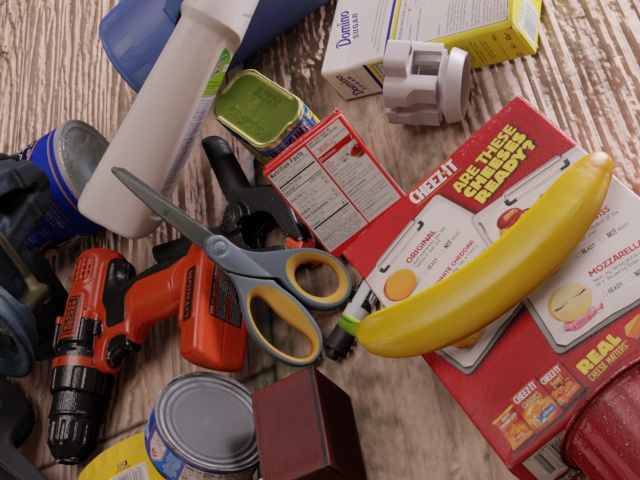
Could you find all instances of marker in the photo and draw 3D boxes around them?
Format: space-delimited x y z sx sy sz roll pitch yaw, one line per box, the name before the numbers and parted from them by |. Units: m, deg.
marker | 0.037 0.034 0.778 0.020 0.020 0.121 20 74 43

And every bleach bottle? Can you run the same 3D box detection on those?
bleach bottle | -0.114 -0.126 0.882 0.251 0.068 0.102 -61 3 12

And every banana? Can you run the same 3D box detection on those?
banana | 0.093 0.018 0.631 0.198 0.037 0.069 -33 45 15

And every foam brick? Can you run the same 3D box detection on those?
foam brick | -0.008 0.135 0.718 0.051 0.053 0.078 -28 47 18

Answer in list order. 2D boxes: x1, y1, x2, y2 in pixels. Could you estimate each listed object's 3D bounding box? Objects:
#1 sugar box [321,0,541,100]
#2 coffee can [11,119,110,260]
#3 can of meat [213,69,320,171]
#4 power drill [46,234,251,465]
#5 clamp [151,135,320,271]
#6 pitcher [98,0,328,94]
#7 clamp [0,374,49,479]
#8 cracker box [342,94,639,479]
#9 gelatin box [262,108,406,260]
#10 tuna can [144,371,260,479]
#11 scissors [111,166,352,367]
sugar box | 0.090 -0.177 0.868 0.177 0.048 0.093 -10 55 36
coffee can | -0.260 -0.035 0.988 0.140 0.102 0.103 -26 48 20
can of meat | -0.031 -0.084 0.865 0.057 0.083 0.102 -50 44 -3
power drill | -0.141 0.079 0.839 0.188 0.057 0.184 -15 60 36
clamp | -0.063 -0.024 0.874 0.172 0.039 0.120 12 86 38
pitcher | -0.085 -0.229 0.969 0.243 0.149 0.145 -36 45 16
clamp | -0.274 0.169 0.867 0.164 0.036 0.210 1 26 -2
cracker box | 0.135 0.029 0.672 0.164 0.072 0.214 -42 44 5
gelatin box | 0.012 -0.042 0.803 0.073 0.089 0.030 -38 11 8
tuna can | -0.079 0.135 0.747 0.034 0.086 0.086 -63 33 37
scissors | -0.055 0.001 0.784 0.096 0.202 0.016 -37 -1 -18
